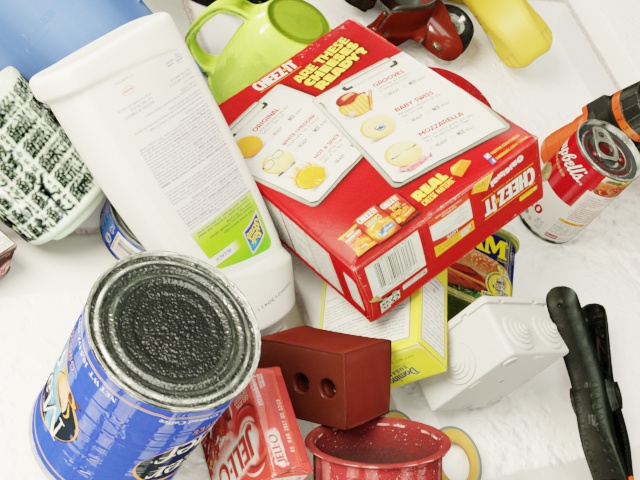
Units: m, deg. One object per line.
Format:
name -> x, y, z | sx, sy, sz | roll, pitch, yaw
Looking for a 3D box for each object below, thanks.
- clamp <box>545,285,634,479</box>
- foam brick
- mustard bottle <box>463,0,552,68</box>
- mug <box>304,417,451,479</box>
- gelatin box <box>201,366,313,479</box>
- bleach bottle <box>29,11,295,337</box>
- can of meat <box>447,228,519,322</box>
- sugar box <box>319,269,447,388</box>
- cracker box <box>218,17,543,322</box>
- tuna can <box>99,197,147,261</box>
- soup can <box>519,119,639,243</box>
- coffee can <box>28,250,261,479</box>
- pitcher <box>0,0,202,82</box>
clamp -> 0.221, 0.119, 0.851 | 0.120, 0.039, 0.171 | 1, 77, -59
foam brick -> 0.002, 0.091, 0.720 | 0.051, 0.078, 0.053 | -10, 102, -51
mustard bottle -> 0.156, -0.264, 1.062 | 0.191, 0.058, 0.096 | 49, 15, -20
mug -> 0.035, 0.164, 0.694 | 0.093, 0.117, 0.081 | -1, 99, -7
gelatin box -> -0.044, 0.132, 0.676 | 0.030, 0.089, 0.073 | 0, 57, -30
bleach bottle -> -0.089, -0.020, 0.722 | 0.102, 0.068, 0.251 | -38, 113, -29
can of meat -> 0.108, 0.027, 0.868 | 0.102, 0.058, 0.084 | 23, 50, -13
sugar box -> 0.048, 0.028, 0.805 | 0.048, 0.093, 0.176 | 45, 38, -34
cracker box -> 0.030, -0.058, 0.787 | 0.164, 0.072, 0.214 | -36, 48, -15
tuna can -> -0.118, -0.014, 0.786 | 0.086, 0.034, 0.086 | 15, 50, -19
soup can -> 0.232, -0.052, 0.966 | 0.068, 0.102, 0.068 | 15, 50, -19
coffee can -> -0.109, 0.086, 0.639 | 0.102, 0.140, 0.103 | 15, 50, -19
pitcher -> -0.193, -0.174, 0.755 | 0.242, 0.149, 0.144 | 45, 55, -19
